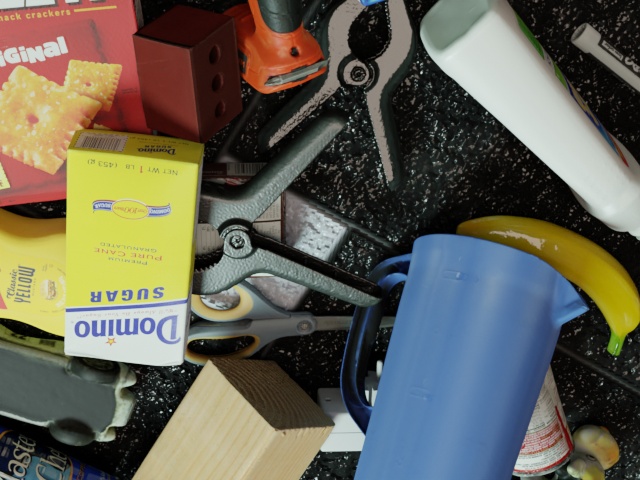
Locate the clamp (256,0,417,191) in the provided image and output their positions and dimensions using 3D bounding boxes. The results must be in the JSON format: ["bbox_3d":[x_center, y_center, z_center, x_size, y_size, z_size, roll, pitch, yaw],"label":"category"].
[{"bbox_3d":[0.036,-0.122,0.830,0.120,0.039,0.171,23,107,-14],"label":"clamp"}]

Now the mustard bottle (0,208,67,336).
[{"bbox_3d":[-0.265,0.017,0.846,0.191,0.058,0.096,11,116,-8],"label":"mustard bottle"}]

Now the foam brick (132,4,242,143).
[{"bbox_3d":[-0.092,-0.116,0.747,0.051,0.052,0.078,18,133,24],"label":"foam brick"}]

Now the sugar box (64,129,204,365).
[{"bbox_3d":[-0.138,0.009,0.784,0.093,0.048,0.176,6,118,-2],"label":"sugar box"}]

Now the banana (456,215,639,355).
[{"bbox_3d":[0.207,0.026,0.901,0.197,0.037,0.070,36,103,-16],"label":"banana"}]

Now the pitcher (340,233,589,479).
[{"bbox_3d":[0.094,0.124,0.831,0.145,0.149,0.243,22,76,-12],"label":"pitcher"}]

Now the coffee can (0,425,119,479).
[{"bbox_3d":[-0.255,0.219,0.898,0.140,0.103,0.103,29,105,-15],"label":"coffee can"}]

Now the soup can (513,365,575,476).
[{"bbox_3d":[0.175,0.144,0.926,0.068,0.068,0.102,-20,110,2],"label":"soup can"}]

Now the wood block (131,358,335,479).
[{"bbox_3d":[-0.092,0.207,0.898,0.090,0.090,0.206,11,116,-55],"label":"wood block"}]

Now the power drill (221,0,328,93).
[{"bbox_3d":[-0.056,-0.211,0.742,0.057,0.185,0.187,-23,131,-17],"label":"power drill"}]

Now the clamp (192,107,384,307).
[{"bbox_3d":[-0.055,0.001,0.826,0.210,0.036,0.164,-17,113,7],"label":"clamp"}]

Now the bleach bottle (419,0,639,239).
[{"bbox_3d":[0.185,-0.091,0.834,0.068,0.102,0.250,-40,115,19],"label":"bleach bottle"}]

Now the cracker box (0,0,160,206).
[{"bbox_3d":[-0.206,-0.130,0.759,0.164,0.072,0.214,-6,128,-5],"label":"cracker box"}]

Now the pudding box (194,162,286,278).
[{"bbox_3d":[-0.084,-0.015,0.861,0.113,0.039,0.090,-1,112,-2],"label":"pudding box"}]

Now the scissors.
[{"bbox_3d":[-0.025,0.056,0.901,0.201,0.016,0.096,-14,119,1],"label":"scissors"}]
